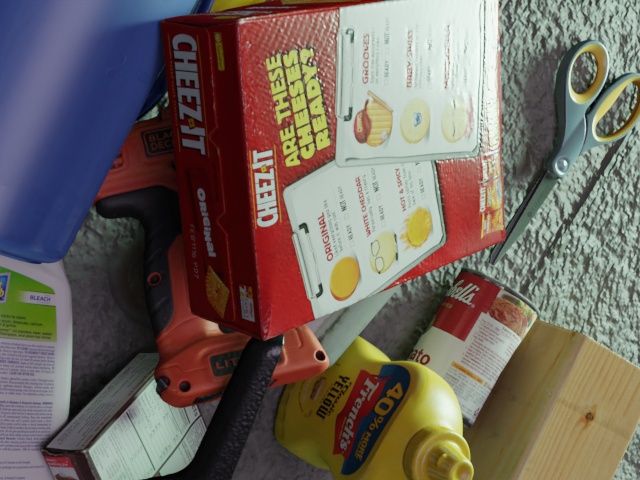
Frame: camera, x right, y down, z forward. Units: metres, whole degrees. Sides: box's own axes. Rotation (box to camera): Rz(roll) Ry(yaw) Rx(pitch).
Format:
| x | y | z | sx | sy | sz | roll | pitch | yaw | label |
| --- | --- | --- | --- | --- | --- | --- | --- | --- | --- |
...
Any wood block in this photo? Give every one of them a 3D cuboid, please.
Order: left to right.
| x | y | z | sx | sy | sz | roll | pitch | yaw | label |
| --- | --- | --- | --- | --- | --- | --- | --- | --- | --- |
| 0.162 | 0.174 | 0.828 | 0.090 | 0.090 | 0.206 | 30 | 85 | -26 | wood block |

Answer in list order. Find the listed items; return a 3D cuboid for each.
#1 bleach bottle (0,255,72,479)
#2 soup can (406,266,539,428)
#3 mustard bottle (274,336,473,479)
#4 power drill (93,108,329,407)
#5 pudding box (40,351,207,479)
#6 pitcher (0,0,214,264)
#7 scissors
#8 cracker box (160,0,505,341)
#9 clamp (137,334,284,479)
| x | y | z | sx | sy | sz | roll | pitch | yaw | label |
| --- | --- | --- | --- | --- | --- | --- | --- | --- | --- |
| -0.192 | 0.063 | 0.655 | 0.102 | 0.068 | 0.251 | 10 | 89 | -41 | bleach bottle |
| 0.110 | 0.080 | 0.801 | 0.068 | 0.069 | 0.102 | 35 | 83 | -26 | soup can |
| 0.040 | 0.123 | 0.703 | 0.058 | 0.192 | 0.096 | 38 | 81 | -26 | mustard bottle |
| -0.054 | 0.001 | 0.674 | 0.184 | 0.057 | 0.188 | -13 | 76 | -11 | power drill |
| -0.117 | 0.137 | 0.683 | 0.113 | 0.039 | 0.090 | -50 | 126 | -54 | pudding box |
| -0.135 | -0.113 | 0.574 | 0.149 | 0.145 | 0.243 | 24 | 89 | -19 | pitcher |
| 0.183 | -0.079 | 0.842 | 0.201 | 0.016 | 0.096 | -40 | 111 | -15 | scissors |
| 0.017 | -0.056 | 0.610 | 0.213 | 0.072 | 0.164 | -19 | 112 | -42 | cracker box |
| -0.067 | 0.156 | 0.622 | 0.210 | 0.036 | 0.164 | -26 | 105 | 0 | clamp |
